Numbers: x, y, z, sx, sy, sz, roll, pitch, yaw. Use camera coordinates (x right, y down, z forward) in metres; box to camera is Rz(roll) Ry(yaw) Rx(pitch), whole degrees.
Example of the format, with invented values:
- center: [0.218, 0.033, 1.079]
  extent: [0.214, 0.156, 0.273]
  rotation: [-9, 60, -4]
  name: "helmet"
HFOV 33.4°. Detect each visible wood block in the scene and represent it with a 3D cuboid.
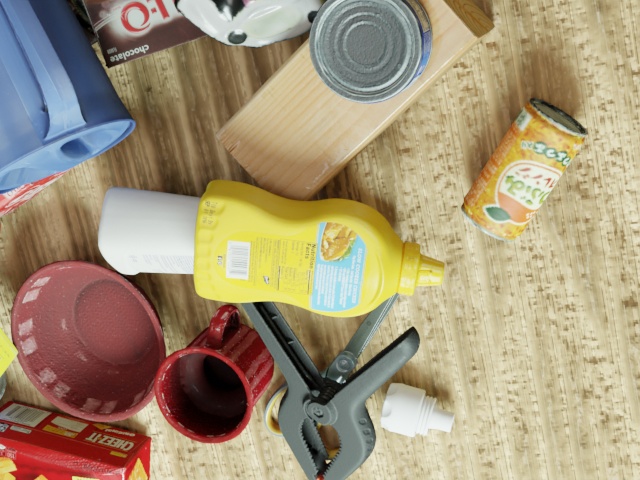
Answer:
- center: [0.027, -0.126, 0.843]
  extent: [0.206, 0.090, 0.091]
  rotation: [-42, 91, 25]
  name: "wood block"

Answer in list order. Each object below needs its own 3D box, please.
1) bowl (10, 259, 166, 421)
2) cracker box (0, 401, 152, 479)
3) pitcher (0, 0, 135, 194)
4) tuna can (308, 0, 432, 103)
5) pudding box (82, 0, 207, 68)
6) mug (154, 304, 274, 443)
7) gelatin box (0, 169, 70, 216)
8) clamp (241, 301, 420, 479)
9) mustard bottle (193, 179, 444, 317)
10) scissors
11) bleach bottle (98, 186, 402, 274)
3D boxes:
- center: [-0.207, 0.086, 1.003]
  extent: [0.162, 0.055, 0.162]
  rotation: [6, 110, 17]
  name: "bowl"
- center: [-0.260, 0.285, 1.077]
  extent: [0.164, 0.072, 0.214]
  rotation: [11, 111, 14]
  name: "cracker box"
- center: [-0.252, -0.168, 0.830]
  extent: [0.149, 0.144, 0.243]
  rotation: [-26, 90, 24]
  name: "pitcher"
- center: [0.036, -0.142, 0.767]
  extent: [0.086, 0.033, 0.086]
  rotation: [5, 108, 16]
  name: "tuna can"
- center: [-0.137, -0.201, 0.874]
  extent: [0.113, 0.039, 0.090]
  rotation: [-20, 101, -5]
  name: "pudding box"
- center: [-0.090, 0.113, 0.962]
  extent: [0.093, 0.081, 0.117]
  rotation: [10, 110, 14]
  name: "mug"
- center: [-0.267, -0.053, 0.958]
  extent: [0.073, 0.089, 0.030]
  rotation: [-32, 96, 23]
  name: "gelatin box"
- center: [0.014, 0.137, 0.926]
  extent: [0.165, 0.036, 0.210]
  rotation: [10, 122, 28]
  name: "clamp"
- center: [0.000, 0.012, 0.828]
  extent: [0.191, 0.058, 0.096]
  rotation: [9, 119, 4]
  name: "mustard bottle"
- center: [0.031, 0.128, 0.965]
  extent: [0.202, 0.016, 0.096]
  rotation: [-41, 94, 25]
  name: "scissors"
- center: [-0.056, 0.001, 0.917]
  extent: [0.251, 0.102, 0.068]
  rotation: [5, 77, 6]
  name: "bleach bottle"
